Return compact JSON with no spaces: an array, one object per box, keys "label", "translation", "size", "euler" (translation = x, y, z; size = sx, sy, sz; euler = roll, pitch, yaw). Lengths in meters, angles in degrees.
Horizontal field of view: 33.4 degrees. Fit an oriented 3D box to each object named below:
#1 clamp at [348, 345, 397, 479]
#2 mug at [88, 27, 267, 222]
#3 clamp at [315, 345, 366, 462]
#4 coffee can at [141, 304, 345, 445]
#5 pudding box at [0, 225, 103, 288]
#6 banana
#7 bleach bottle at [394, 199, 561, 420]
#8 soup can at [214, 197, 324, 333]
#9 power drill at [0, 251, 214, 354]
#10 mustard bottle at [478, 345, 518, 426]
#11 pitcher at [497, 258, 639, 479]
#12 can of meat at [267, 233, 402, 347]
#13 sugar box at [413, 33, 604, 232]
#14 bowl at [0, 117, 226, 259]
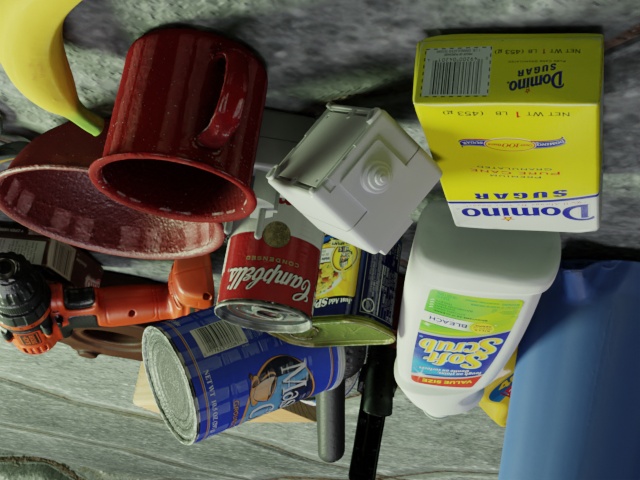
[{"label":"clamp","translation":[0.051,0.141,0.984],"size":[0.039,0.171,0.120],"euler":[16,124,0]},{"label":"mug","translation":[-0.069,-0.067,0.584],"size":[0.093,0.081,0.117],"euler":[17,159,-22]},{"label":"clamp","translation":[0.007,0.102,0.961],"size":[0.036,0.164,0.210],"euler":[-13,159,-22]},{"label":"coffee can","translation":[-0.064,0.099,0.895],"size":[0.140,0.103,0.103],"euler":[-18,173,-27]},{"label":"pudding box","translation":[-0.263,0.021,0.977],"size":[0.090,0.039,0.113],"euler":[4,160,14]},{"label":"banana","translation":[-0.135,-0.115,0.547],"size":[0.069,0.037,0.198],"euler":[12,159,-12]},{"label":"bleach bottle","translation":[0.111,0.071,0.819],"size":[0.102,0.068,0.251],"euler":[8,145,6]},{"label":"soup can","translation":[-0.032,0.007,0.743],"size":[0.068,0.102,0.068],"euler":[8,161,3]},{"label":"power drill","translation":[-0.186,0.045,0.914],"size":[0.187,0.057,0.184],"euler":[-6,161,-9]},{"label":"mustard bottle","translation":[0.169,0.104,0.949],"size":[0.058,0.096,0.191],"euler":[47,179,30]},{"label":"pitcher","translation":[0.208,0.144,0.814],"size":[0.149,0.243,0.145],"euler":[18,163,-8]},{"label":"can of meat","translation":[0.012,0.035,0.830],"size":[0.102,0.084,0.057],"euler":[-7,155,37]},{"label":"sugar box","translation":[0.111,-0.053,0.600],"size":[0.093,0.048,0.176],"euler":[3,158,17]},{"label":"bowl","translation":[-0.140,-0.040,0.730],"size":[0.162,0.055,0.162],"euler":[8,160,3]}]
